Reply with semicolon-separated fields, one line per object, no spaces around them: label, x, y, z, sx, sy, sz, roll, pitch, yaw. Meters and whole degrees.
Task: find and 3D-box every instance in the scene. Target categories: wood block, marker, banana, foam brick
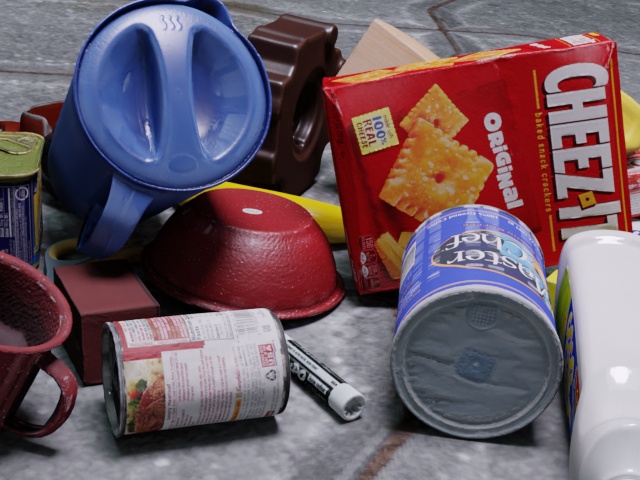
wood block;0.112;-0.099;0.952;0.206;0.091;0.090;44;17;31
marker;-0.012;0.082;0.708;0.020;0.020;0.121;-12;28;-32
banana;-0.047;-0.024;0.929;0.198;0.037;0.069;12;-5;11
foam brick;-0.143;0.053;0.711;0.051;0.053;0.078;-7;25;-25

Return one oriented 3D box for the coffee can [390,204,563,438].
coffee can;0.100;0.048;0.699;0.103;0.103;0.140;6;23;5

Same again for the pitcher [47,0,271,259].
pitcher;-0.140;-0.070;0.801;0.149;0.145;0.243;-24;0;-23

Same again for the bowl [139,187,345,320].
bowl;-0.055;0.001;0.819;0.162;0.055;0.162;9;22;-4

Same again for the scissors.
scissors;-0.212;0.033;0.789;0.096;0.016;0.201;22;28;39

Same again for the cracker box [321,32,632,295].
cracker box;0.118;-0.057;0.805;0.214;0.164;0.072;-9;16;4

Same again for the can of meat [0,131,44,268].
can of meat;-0.248;-0.031;0.844;0.057;0.084;0.102;-1;24;-11

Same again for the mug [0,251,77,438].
mug;-0.192;0.069;0.613;0.117;0.082;0.093;34;23;4

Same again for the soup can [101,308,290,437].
soup can;-0.076;0.078;0.644;0.102;0.068;0.069;-4;25;-20
